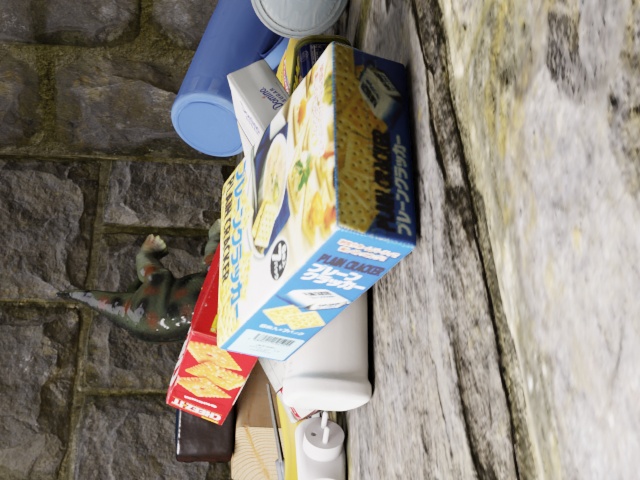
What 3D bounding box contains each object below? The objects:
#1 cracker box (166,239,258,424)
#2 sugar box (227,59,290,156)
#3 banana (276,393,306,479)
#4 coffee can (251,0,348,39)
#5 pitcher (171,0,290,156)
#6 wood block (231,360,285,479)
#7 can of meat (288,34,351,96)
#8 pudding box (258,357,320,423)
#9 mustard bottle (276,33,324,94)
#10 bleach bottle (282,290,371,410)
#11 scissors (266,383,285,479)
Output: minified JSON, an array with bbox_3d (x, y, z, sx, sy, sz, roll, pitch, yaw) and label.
[{"bbox_3d":[-0.084,0.066,1.032,0.214,0.072,0.164,120,171,-61],"label":"cracker box"},{"bbox_3d":[-0.041,-0.081,1.022,0.093,0.048,0.176,58,165,28],"label":"sugar box"},{"bbox_3d":[-0.030,0.242,1.178,0.037,0.069,0.198,-23,64,37],"label":"banana"},{"bbox_3d":[-0.027,-0.278,1.149,0.140,0.102,0.103,-106,20,-70],"label":"coffee can"},{"bbox_3d":[-0.099,-0.231,1.398,0.149,0.145,0.242,97,-171,-51],"label":"pitcher"},{"bbox_3d":[-0.071,0.210,1.400,0.206,0.090,0.091,-98,13,-58],"label":"wood block"},{"bbox_3d":[0.002,-0.137,1.054,0.102,0.057,0.084,101,166,-55],"label":"can of meat"},{"bbox_3d":[-0.022,0.127,1.042,0.090,0.039,0.114,61,159,9],"label":"pudding box"},{"bbox_3d":[-0.016,-0.185,1.205,0.192,0.058,0.096,143,125,-80],"label":"mustard bottle"},{"bbox_3d":[0.010,0.015,0.916,0.103,0.068,0.251,127,148,-72],"label":"bleach bottle"},{"bbox_3d":[-0.038,0.269,1.227,0.096,0.016,0.202,55,-154,-72],"label":"scissors"}]
